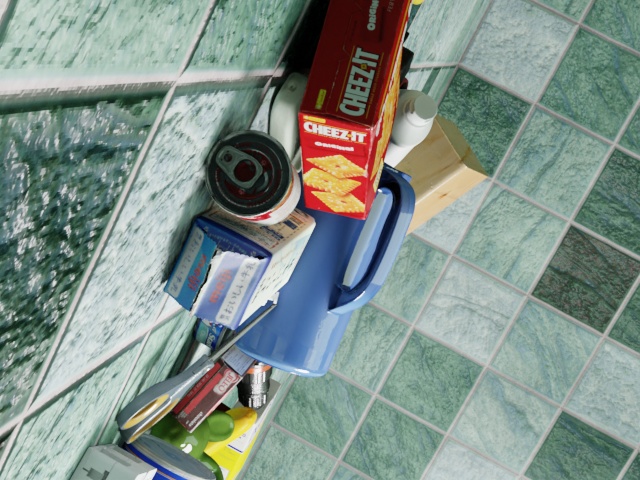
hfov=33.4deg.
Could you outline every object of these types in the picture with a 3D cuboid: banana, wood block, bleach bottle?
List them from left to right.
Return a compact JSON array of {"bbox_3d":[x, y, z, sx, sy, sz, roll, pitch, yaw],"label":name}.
[{"bbox_3d":[-0.144,0.261,1.380,0.198,0.037,0.069,-38,-172,24],"label":"banana"},{"bbox_3d":[0.061,-0.108,1.236,0.251,0.068,0.102,-29,-144,65],"label":"bleach bottle"},{"bbox_3d":[0.100,-0.064,1.388,0.206,0.090,0.090,-36,160,20],"label":"wood block"}]

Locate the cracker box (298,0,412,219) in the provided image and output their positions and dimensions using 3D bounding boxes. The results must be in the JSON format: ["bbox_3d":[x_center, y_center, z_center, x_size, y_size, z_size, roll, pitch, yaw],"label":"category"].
[{"bbox_3d":[0.033,-0.133,0.967,0.214,0.072,0.164,91,13,-71],"label":"cracker box"}]

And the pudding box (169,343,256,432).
[{"bbox_3d":[-0.116,0.159,1.204,0.090,0.039,0.113,-46,-178,13],"label":"pudding box"}]

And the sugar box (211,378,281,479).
[{"bbox_3d":[-0.114,0.275,1.490,0.176,0.048,0.093,-63,175,36],"label":"sugar box"}]

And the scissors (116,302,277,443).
[{"bbox_3d":[-0.127,0.127,1.045,0.202,0.016,0.096,-44,165,4],"label":"scissors"}]

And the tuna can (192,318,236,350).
[{"bbox_3d":[-0.107,0.080,1.189,0.086,0.034,0.086,-61,175,-10],"label":"tuna can"}]

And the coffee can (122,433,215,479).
[{"bbox_3d":[-0.188,0.285,1.115,0.140,0.103,0.103,-61,174,-4],"label":"coffee can"}]

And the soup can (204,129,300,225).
[{"bbox_3d":[-0.053,-0.049,0.871,0.068,0.068,0.102,-61,175,-2],"label":"soup can"}]

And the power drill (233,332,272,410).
[{"bbox_3d":[-0.063,0.103,1.384,0.187,0.057,0.184,-60,158,-56],"label":"power drill"}]

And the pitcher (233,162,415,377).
[{"bbox_3d":[0.002,0.019,1.129,0.149,0.145,0.243,-22,132,-87],"label":"pitcher"}]
